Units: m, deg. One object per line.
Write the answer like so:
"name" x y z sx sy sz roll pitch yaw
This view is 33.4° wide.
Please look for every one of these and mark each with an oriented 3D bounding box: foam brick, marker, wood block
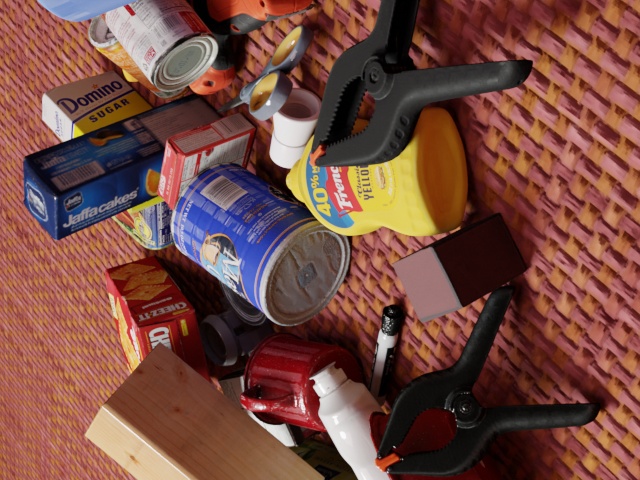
"foam brick" 0.106 0.020 0.806 0.053 0.078 0.051 -29 87 53
"marker" 0.058 0.105 0.973 0.020 0.020 0.121 39 138 33
"wood block" -0.112 0.208 1.025 0.206 0.090 0.091 39 144 1

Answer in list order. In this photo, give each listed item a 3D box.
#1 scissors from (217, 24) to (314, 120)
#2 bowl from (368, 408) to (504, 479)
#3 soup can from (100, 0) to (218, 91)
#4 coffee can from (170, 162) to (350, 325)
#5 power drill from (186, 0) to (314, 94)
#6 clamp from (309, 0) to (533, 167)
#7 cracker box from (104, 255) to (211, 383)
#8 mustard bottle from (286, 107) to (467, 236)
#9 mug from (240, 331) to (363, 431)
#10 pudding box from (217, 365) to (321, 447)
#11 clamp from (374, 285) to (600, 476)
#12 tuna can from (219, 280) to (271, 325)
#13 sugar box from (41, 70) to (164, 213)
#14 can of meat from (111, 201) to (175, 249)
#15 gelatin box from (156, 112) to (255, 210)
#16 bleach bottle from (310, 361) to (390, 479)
"scissors" -0.050 -0.147 0.949 0.016 0.096 0.202 30 -178 -19
"bowl" 0.110 0.195 0.885 0.055 0.162 0.162 -37 76 11
"soup can" -0.142 -0.187 0.914 0.102 0.068 0.069 52 144 18
"coffee can" -0.056 0.001 0.986 0.140 0.102 0.103 33 135 38
"power drill" -0.091 -0.235 0.928 0.188 0.057 0.184 -15 98 57
"clamp" 0.058 -0.114 0.764 0.210 0.036 0.165 -56 50 37
"cracker box" -0.178 0.126 1.196 0.214 0.072 0.164 -142 38 -66
"mustard bottle" 0.034 -0.053 0.871 0.192 0.058 0.096 1 102 53
"mug" -0.022 0.140 1.021 0.082 0.117 0.093 3 101 47
"pudding box" -0.057 0.179 1.155 0.114 0.039 0.090 -20 95 57
"clamp" 0.121 0.130 0.809 0.120 0.171 0.039 47 -177 19
"tuna can" -0.067 0.043 1.086 0.086 0.033 0.086 31 133 39
"sugar box" -0.211 -0.109 1.130 0.176 0.093 0.048 44 140 26
"can of meat" -0.193 -0.050 1.177 0.102 0.057 0.084 40 141 33
"gelatin box" -0.110 -0.077 1.019 0.030 0.089 0.073 47 142 24
"bleach bottle" 0.070 0.222 0.951 0.251 0.068 0.102 57 178 2
